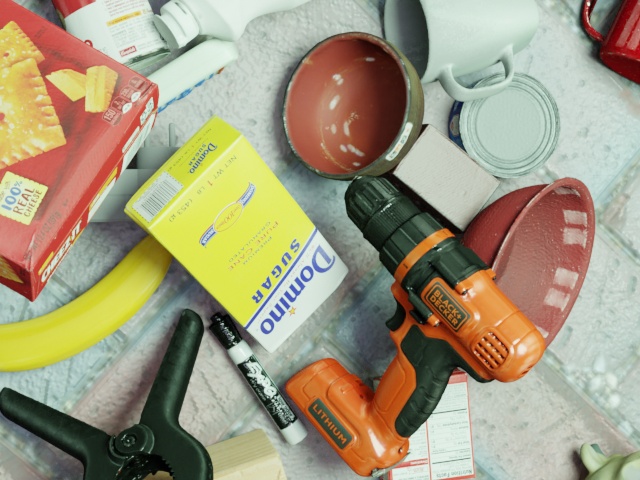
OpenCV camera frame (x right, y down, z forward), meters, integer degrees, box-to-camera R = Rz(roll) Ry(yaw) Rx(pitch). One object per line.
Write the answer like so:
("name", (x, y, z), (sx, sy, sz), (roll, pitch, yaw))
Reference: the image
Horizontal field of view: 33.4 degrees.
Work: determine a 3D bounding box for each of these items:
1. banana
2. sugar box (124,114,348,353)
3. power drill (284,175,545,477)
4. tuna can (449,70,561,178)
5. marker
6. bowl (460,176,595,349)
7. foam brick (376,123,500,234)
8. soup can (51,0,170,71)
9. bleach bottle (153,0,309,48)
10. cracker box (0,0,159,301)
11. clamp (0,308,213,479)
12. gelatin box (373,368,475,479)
("banana", (-0.192, 0.053, 0.805), (0.197, 0.037, 0.069), (-21, 96, -9))
("sugar box", (-0.055, 0.001, 0.779), (0.093, 0.048, 0.176), (-46, 133, -6))
("power drill", (0.049, 0.069, 0.784), (0.184, 0.057, 0.188), (48, 126, 20))
("tuna can", (0.149, -0.093, 0.866), (0.086, 0.034, 0.086), (0, 92, -11))
("marker", (-0.050, 0.108, 0.843), (0.020, 0.020, 0.121), (-35, 98, -8))
("bowl", (0.151, 0.020, 0.836), (0.161, 0.055, 0.162), (-28, 130, -40))
("foam brick", (0.092, -0.049, 0.847), (0.078, 0.053, 0.051), (38, 85, -9))
("soup can", (-0.160, -0.173, 0.786), (0.068, 0.068, 0.102), (-24, 97, -9))
("bleach bottle", (-0.013, -0.220, 0.795), (0.250, 0.068, 0.102), (-40, 95, -15))
("cracker box", (-0.240, -0.084, 0.713), (0.213, 0.072, 0.164), (30, 64, -1))
("clamp", (-0.125, 0.143, 0.763), (0.164, 0.210, 0.036), (-29, 140, -13))
("gelatin box", (0.084, 0.152, 0.865), (0.073, 0.030, 0.089), (-6, 93, -12))
